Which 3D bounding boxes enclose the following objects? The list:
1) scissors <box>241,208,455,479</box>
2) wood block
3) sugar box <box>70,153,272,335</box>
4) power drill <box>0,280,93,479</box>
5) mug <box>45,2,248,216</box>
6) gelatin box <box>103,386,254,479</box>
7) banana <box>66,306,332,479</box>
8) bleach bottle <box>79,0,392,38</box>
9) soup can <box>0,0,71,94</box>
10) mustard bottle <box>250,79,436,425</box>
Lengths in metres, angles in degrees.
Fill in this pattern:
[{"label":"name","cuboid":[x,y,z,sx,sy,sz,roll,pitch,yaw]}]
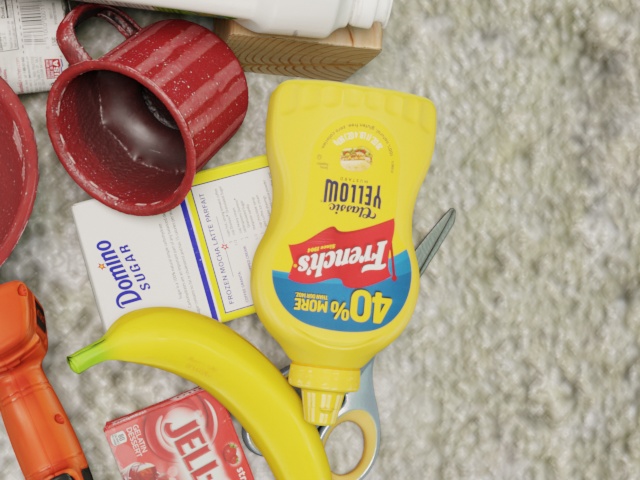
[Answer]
[{"label":"scissors","cuboid":[0.040,0.077,0.682,0.201,0.016,0.096,-39,97,-13]},{"label":"wood block","cuboid":[-0.011,-0.211,0.653,0.090,0.090,0.206,4,86,-13]},{"label":"sugar box","cuboid":[-0.054,0.001,0.651,0.176,0.048,0.093,-15,91,-11]},{"label":"power drill","cuboid":[-0.143,0.119,0.559,0.057,0.185,0.188,-22,82,-16]},{"label":"mug","cuboid":[-0.100,-0.082,0.597,0.117,0.093,0.081,51,39,-11]},{"label":"gelatin box","cuboid":[-0.081,0.139,0.641,0.073,0.030,0.089,-20,91,-14]},{"label":"banana","cuboid":[-0.053,0.093,0.618,0.197,0.037,0.069,39,80,-24]},{"label":"bleach bottle","cuboid":[-0.087,-0.148,0.557,0.250,0.102,0.068,10,105,-5]},{"label":"soup can","cuboid":[-0.195,-0.116,0.612,0.102,0.069,0.068,-8,88,-15]},{"label":"mustard bottle","cuboid":[0.009,0.009,0.610,0.096,0.058,0.191,7,88,-11]}]
